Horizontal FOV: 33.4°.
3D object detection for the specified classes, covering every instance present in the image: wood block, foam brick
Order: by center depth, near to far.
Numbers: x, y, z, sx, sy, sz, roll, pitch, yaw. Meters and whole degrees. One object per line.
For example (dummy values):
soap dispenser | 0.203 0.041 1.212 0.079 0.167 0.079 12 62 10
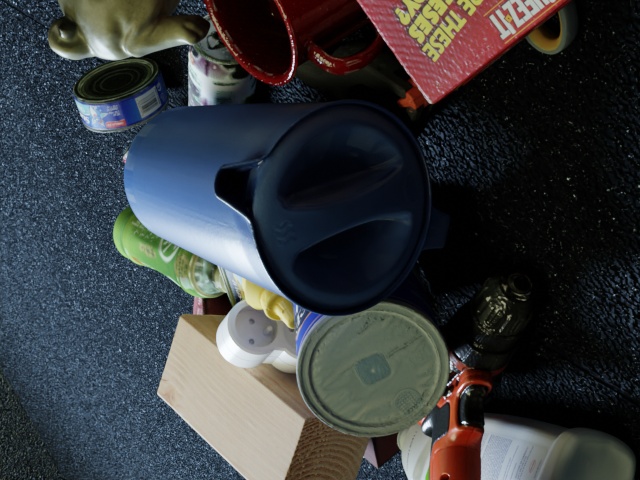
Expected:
wood block | -0.055 0.154 1.004 0.206 0.090 0.091 32 110 45
foam brick | 0.045 0.167 1.018 0.078 0.051 0.053 35 150 38

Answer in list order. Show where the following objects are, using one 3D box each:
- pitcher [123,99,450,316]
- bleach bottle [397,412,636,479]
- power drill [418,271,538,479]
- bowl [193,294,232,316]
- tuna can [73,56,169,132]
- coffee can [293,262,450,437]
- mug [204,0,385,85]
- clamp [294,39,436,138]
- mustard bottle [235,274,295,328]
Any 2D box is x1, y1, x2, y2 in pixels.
pitcher | -0.035 -0.033 0.751 0.243 0.144 0.149 16 140 57
bleach bottle | 0.132 0.174 0.836 0.068 0.102 0.251 21 175 -22
power drill | 0.106 0.135 0.732 0.057 0.187 0.185 11 142 -8
bowl | -0.112 0.126 1.194 0.162 0.055 0.162 -179 90 -79
tuna can | -0.188 -0.138 1.004 0.086 0.086 0.034 29 144 44
coffee can | 0.032 0.061 0.770 0.140 0.103 0.103 -98 -17 -68
mug | -0.008 -0.149 0.665 0.117 0.081 0.093 44 154 22
clamp | 0.027 -0.091 0.735 0.172 0.039 0.120 22 152 54
mustard bottle | -0.056 0.001 0.910 0.096 0.058 0.192 93 155 -45
